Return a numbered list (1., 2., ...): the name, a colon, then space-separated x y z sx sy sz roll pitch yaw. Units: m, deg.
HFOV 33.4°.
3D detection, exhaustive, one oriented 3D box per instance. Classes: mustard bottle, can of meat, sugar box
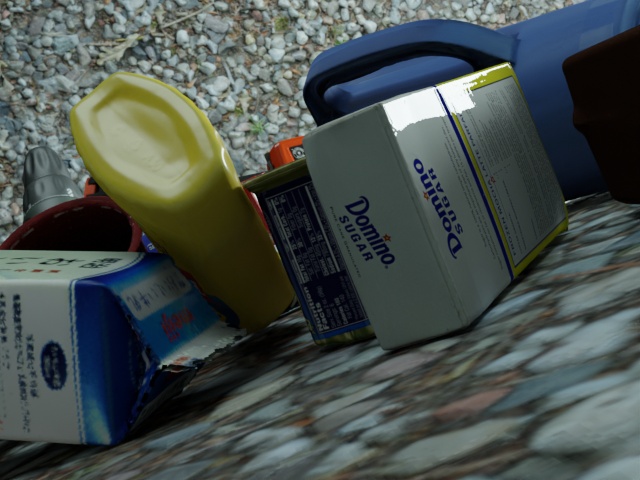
1. mustard bottle: -0.059 -0.001 0.564 0.058 0.096 0.191 -44 -32 -11
2. can of meat: 0.019 -0.004 0.505 0.058 0.084 0.102 -20 4 28
3. sugar box: 0.059 -0.023 0.478 0.048 0.093 0.176 -20 3 31

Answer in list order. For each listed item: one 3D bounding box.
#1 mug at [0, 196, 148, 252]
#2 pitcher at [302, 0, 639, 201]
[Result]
1. mug: -0.133 0.043 0.603 0.093 0.081 0.117 -3 43 20
2. pitcher: 0.114 -0.081 0.681 0.243 0.145 0.148 -14 5 46
